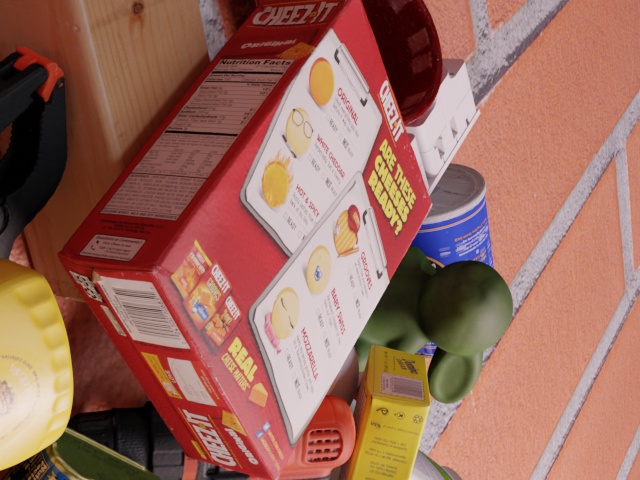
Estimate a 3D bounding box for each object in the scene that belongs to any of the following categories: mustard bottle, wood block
[{"bbox_3d":[-0.196,0.082,0.455,0.191,0.058,0.096,-28,127,-47],"label":"mustard bottle"},{"bbox_3d":[-0.116,-0.076,0.576,0.090,0.090,0.206,-39,128,-48],"label":"wood block"}]

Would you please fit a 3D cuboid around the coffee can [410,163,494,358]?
[{"bbox_3d":[0.100,0.017,0.933,0.102,0.103,0.140,-44,132,-46],"label":"coffee can"}]

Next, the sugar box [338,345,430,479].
[{"bbox_3d":[0.033,0.170,0.723,0.093,0.048,0.176,-72,173,-76],"label":"sugar box"}]

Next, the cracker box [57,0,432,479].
[{"bbox_3d":[-0.028,-0.007,0.577,0.213,0.072,0.164,-59,141,-34],"label":"cracker box"}]

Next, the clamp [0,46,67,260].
[{"bbox_3d":[-0.168,-0.008,0.523,0.171,0.039,0.120,-56,154,-2],"label":"clamp"}]

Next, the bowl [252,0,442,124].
[{"bbox_3d":[0.009,-0.142,0.760,0.161,0.055,0.162,16,59,-30],"label":"bowl"}]

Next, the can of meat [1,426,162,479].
[{"bbox_3d":[-0.134,0.157,0.577,0.102,0.057,0.084,37,93,-36],"label":"can of meat"}]

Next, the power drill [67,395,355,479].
[{"bbox_3d":[-0.072,0.185,0.663,0.184,0.057,0.188,0,106,-15],"label":"power drill"}]
